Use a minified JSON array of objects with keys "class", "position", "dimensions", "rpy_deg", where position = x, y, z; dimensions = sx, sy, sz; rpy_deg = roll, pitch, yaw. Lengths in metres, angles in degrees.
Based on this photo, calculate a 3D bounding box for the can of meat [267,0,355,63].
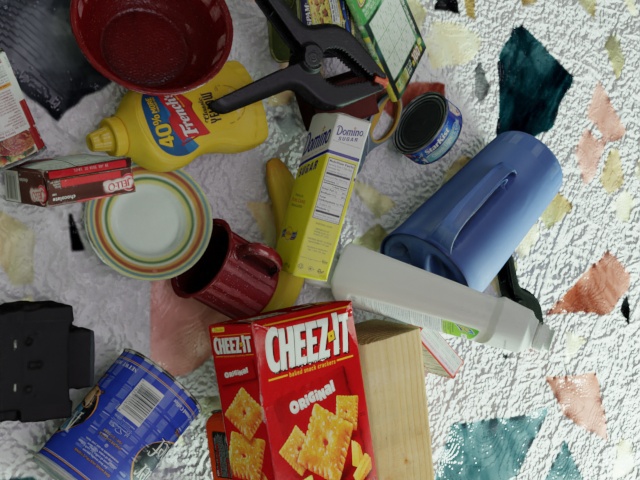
[{"class":"can of meat","position":[-0.010,-0.253,1.200],"dimensions":[0.083,0.058,0.102],"rpy_deg":[-11,100,-37]}]

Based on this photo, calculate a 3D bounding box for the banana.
[{"class":"banana","position":[-0.044,0.008,1.206],"dimensions":[0.069,0.037,0.198],"rpy_deg":[12,87,-37]}]

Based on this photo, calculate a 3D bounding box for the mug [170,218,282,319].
[{"class":"mug","position":[-0.090,0.031,1.132],"dimensions":[0.081,0.117,0.093],"rpy_deg":[33,46,-38]}]

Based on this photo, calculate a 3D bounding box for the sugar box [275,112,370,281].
[{"class":"sugar box","position":[-0.001,-0.048,1.147],"dimensions":[0.048,0.093,0.176],"rpy_deg":[13,91,-18]}]

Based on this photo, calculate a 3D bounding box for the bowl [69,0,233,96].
[{"class":"bowl","position":[-0.171,-0.206,1.067],"dimensions":[0.162,0.055,0.162],"rpy_deg":[7,68,-17]}]

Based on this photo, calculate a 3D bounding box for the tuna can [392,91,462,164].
[{"class":"tuna can","position":[0.130,-0.135,1.290],"dimensions":[0.033,0.086,0.086],"rpy_deg":[32,75,-35]}]

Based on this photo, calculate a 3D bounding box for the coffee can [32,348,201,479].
[{"class":"coffee can","position":[-0.202,0.194,1.067],"dimensions":[0.140,0.103,0.102],"rpy_deg":[-52,119,-22]}]

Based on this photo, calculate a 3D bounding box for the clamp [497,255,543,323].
[{"class":"clamp","position":[0.254,0.078,1.424],"dimensions":[0.171,0.039,0.120],"rpy_deg":[38,76,-38]}]

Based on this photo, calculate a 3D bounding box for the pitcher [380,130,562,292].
[{"class":"pitcher","position":[0.197,-0.033,1.314],"dimensions":[0.242,0.149,0.145],"rpy_deg":[-45,117,-28]}]

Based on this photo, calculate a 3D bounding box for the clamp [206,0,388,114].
[{"class":"clamp","position":[-0.023,-0.184,1.135],"dimensions":[0.209,0.036,0.164],"rpy_deg":[21,79,-29]}]

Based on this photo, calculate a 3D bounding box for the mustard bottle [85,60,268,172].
[{"class":"mustard bottle","position":[-0.152,-0.122,1.104],"dimensions":[0.191,0.058,0.096],"rpy_deg":[-19,87,-32]}]

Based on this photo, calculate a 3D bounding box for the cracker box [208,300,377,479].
[{"class":"cracker box","position":[-0.022,0.178,1.112],"dimensions":[0.163,0.072,0.214],"rpy_deg":[-9,91,-51]}]

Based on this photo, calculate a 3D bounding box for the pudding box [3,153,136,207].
[{"class":"pudding box","position":[-0.240,-0.058,1.014],"dimensions":[0.089,0.114,0.039],"rpy_deg":[-12,104,-34]}]

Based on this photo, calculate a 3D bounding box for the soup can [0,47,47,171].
[{"class":"soup can","position":[-0.306,-0.120,0.991],"dimensions":[0.068,0.069,0.102],"rpy_deg":[-30,109,-30]}]

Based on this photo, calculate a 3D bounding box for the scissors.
[{"class":"scissors","position":[0.031,-0.107,1.265],"dimensions":[0.096,0.016,0.201],"rpy_deg":[44,69,-28]}]

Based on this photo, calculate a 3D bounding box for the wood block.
[{"class":"wood block","position":[0.068,0.207,1.269],"dimensions":[0.090,0.091,0.206],"rpy_deg":[-12,100,-35]}]

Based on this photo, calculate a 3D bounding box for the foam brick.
[{"class":"foam brick","position":[0.019,-0.159,1.218],"dimensions":[0.078,0.053,0.051],"rpy_deg":[-21,105,-16]}]

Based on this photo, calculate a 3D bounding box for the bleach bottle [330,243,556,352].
[{"class":"bleach bottle","position":[0.141,0.075,1.210],"dimensions":[0.102,0.251,0.068],"rpy_deg":[60,50,-70]}]

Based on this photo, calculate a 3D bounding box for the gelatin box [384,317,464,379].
[{"class":"gelatin box","position":[0.124,0.129,1.313],"dimensions":[0.089,0.073,0.030],"rpy_deg":[48,66,-28]}]
